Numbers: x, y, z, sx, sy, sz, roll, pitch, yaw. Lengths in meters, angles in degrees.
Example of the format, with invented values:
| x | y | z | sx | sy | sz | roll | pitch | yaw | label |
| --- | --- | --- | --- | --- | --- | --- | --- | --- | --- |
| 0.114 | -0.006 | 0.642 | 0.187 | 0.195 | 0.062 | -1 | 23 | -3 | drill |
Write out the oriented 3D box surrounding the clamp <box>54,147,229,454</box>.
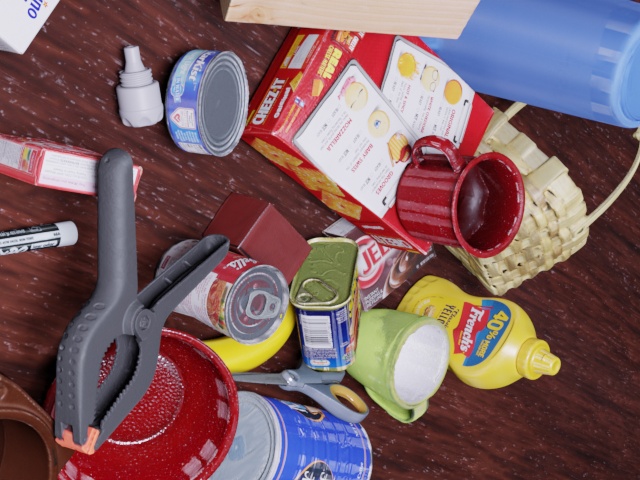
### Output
| x | y | z | sx | sy | sz | roll | pitch | yaw | label |
| --- | --- | --- | --- | --- | --- | --- | --- | --- | --- |
| -0.137 | 0.055 | 0.793 | 0.164 | 0.036 | 0.210 | 32 | 70 | -58 | clamp |

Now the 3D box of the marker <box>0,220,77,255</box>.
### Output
| x | y | z | sx | sy | sz | roll | pitch | yaw | label |
| --- | --- | --- | --- | --- | --- | --- | --- | --- | --- |
| -0.239 | 0.002 | 0.798 | 0.120 | 0.020 | 0.020 | -11 | 111 | -43 | marker |

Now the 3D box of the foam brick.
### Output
| x | y | z | sx | sy | sz | roll | pitch | yaw | label |
| --- | --- | --- | --- | --- | --- | --- | --- | --- | --- |
| -0.056 | 0.001 | 0.956 | 0.051 | 0.053 | 0.078 | -57 | 136 | -15 | foam brick |

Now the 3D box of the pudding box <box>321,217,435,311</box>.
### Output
| x | y | z | sx | sy | sz | roll | pitch | yaw | label |
| --- | --- | --- | --- | --- | --- | --- | --- | --- | --- |
| 0.061 | 0.004 | 1.083 | 0.113 | 0.039 | 0.090 | -38 | 125 | -32 | pudding box |

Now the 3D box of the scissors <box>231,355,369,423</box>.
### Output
| x | y | z | sx | sy | sz | roll | pitch | yaw | label |
| --- | --- | --- | --- | --- | --- | --- | --- | --- | --- |
| -0.013 | 0.143 | 0.995 | 0.016 | 0.096 | 0.201 | -50 | 165 | 17 | scissors |

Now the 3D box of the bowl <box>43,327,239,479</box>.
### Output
| x | y | z | sx | sy | sz | roll | pitch | yaw | label |
| --- | --- | --- | --- | --- | --- | --- | --- | --- | --- |
| -0.151 | 0.139 | 0.881 | 0.162 | 0.055 | 0.162 | -5 | 107 | -18 | bowl |

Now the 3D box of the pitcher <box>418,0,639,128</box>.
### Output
| x | y | z | sx | sy | sz | roll | pitch | yaw | label |
| --- | --- | --- | --- | --- | --- | --- | --- | --- | --- |
| 0.223 | -0.194 | 1.033 | 0.144 | 0.243 | 0.149 | 36 | 83 | -48 | pitcher |

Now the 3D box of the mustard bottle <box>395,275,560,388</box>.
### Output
| x | y | z | sx | sy | sz | roll | pitch | yaw | label |
| --- | --- | --- | --- | --- | --- | --- | --- | --- | --- |
| 0.164 | 0.102 | 1.108 | 0.096 | 0.192 | 0.058 | -55 | 134 | -17 | mustard bottle |

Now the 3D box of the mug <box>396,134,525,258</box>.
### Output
| x | y | z | sx | sy | sz | roll | pitch | yaw | label |
| --- | --- | --- | --- | --- | --- | --- | --- | --- | --- |
| 0.117 | -0.044 | 0.951 | 0.093 | 0.082 | 0.117 | -47 | 123 | -23 | mug |

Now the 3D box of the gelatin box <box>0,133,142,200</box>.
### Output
| x | y | z | sx | sy | sz | roll | pitch | yaw | label |
| --- | --- | --- | --- | --- | --- | --- | --- | --- | --- |
| -0.189 | -0.055 | 0.790 | 0.089 | 0.073 | 0.030 | 8 | 97 | -46 | gelatin box |

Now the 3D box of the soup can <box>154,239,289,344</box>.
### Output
| x | y | z | sx | sy | sz | roll | pitch | yaw | label |
| --- | --- | --- | --- | --- | --- | --- | --- | --- | --- |
| -0.085 | 0.042 | 0.904 | 0.068 | 0.102 | 0.068 | -16 | 114 | -41 | soup can |

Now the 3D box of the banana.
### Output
| x | y | z | sx | sy | sz | roll | pitch | yaw | label |
| --- | --- | --- | --- | --- | --- | --- | --- | --- | --- |
| -0.085 | 0.090 | 0.972 | 0.197 | 0.037 | 0.069 | -26 | 93 | -40 | banana |

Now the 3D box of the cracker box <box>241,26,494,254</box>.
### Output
| x | y | z | sx | sy | sz | roll | pitch | yaw | label |
| --- | --- | --- | --- | --- | --- | --- | --- | --- | --- |
| 0.045 | -0.110 | 0.984 | 0.213 | 0.072 | 0.164 | 36 | 75 | -36 | cracker box |

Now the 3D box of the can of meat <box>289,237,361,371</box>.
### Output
| x | y | z | sx | sy | sz | roll | pitch | yaw | label |
| --- | --- | --- | --- | --- | --- | --- | --- | --- | --- |
| 0.008 | 0.061 | 1.007 | 0.102 | 0.057 | 0.084 | -78 | 165 | -52 | can of meat |

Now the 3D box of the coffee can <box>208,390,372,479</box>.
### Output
| x | y | z | sx | sy | sz | roll | pitch | yaw | label |
| --- | --- | --- | --- | --- | --- | --- | --- | --- | --- |
| -0.033 | 0.203 | 1.009 | 0.140 | 0.103 | 0.103 | 22 | 87 | -47 | coffee can |

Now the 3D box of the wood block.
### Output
| x | y | z | sx | sy | sz | roll | pitch | yaw | label |
| --- | --- | --- | --- | --- | --- | --- | --- | --- | --- |
| 0.026 | -0.231 | 0.860 | 0.205 | 0.090 | 0.091 | 0 | 148 | -20 | wood block |

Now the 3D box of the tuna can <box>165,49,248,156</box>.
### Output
| x | y | z | sx | sy | sz | roll | pitch | yaw | label |
| --- | --- | --- | --- | --- | --- | --- | --- | --- | --- |
| -0.092 | -0.113 | 0.875 | 0.086 | 0.034 | 0.086 | 9 | 90 | -69 | tuna can |
